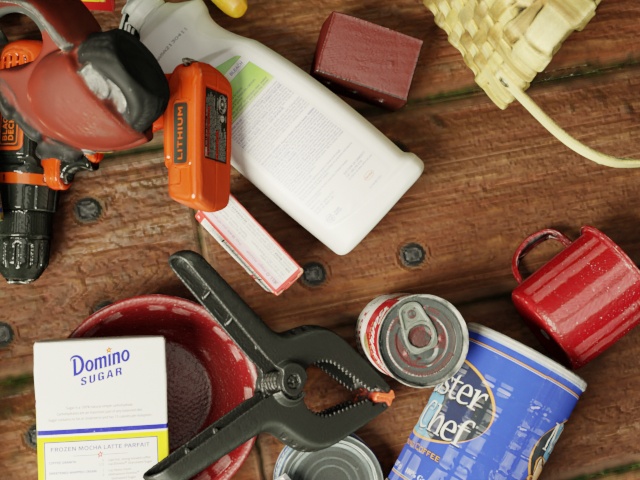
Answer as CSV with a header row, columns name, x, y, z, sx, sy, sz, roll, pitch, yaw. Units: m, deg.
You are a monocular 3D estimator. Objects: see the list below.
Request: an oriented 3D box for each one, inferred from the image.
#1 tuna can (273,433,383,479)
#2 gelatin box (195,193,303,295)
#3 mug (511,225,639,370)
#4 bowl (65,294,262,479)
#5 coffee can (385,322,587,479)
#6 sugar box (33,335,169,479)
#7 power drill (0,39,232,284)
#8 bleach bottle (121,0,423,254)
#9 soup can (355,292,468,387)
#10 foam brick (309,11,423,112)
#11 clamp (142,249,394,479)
name,x,y,z,sx,sy,sz,roll,pitch,yaw
tuna can,0.007,0.191,0.841,0.086,0.034,0.086,0,88,-8
gelatin box,-0.055,0.001,0.818,0.030,0.073,0.089,-44,94,-7
mug,0.200,0.040,0.851,0.081,0.093,0.117,-37,62,-3
bowl,-0.126,0.121,0.814,0.162,0.055,0.162,0,88,-8
coffee can,0.127,0.148,0.824,0.102,0.103,0.140,29,85,-6
sugar box,-0.153,0.157,0.759,0.093,0.048,0.176,-1,85,-8
power drill,-0.159,-0.058,0.779,0.188,0.057,0.184,1,89,20
bleach bottle,-0.044,-0.106,0.823,0.251,0.068,0.102,43,91,-5
soup can,0.067,0.074,0.818,0.068,0.102,0.068,0,88,-8
foam brick,0.034,-0.141,0.845,0.078,0.053,0.051,17,86,-6
clamp,-0.034,0.094,0.785,0.209,0.036,0.164,6,80,-36
